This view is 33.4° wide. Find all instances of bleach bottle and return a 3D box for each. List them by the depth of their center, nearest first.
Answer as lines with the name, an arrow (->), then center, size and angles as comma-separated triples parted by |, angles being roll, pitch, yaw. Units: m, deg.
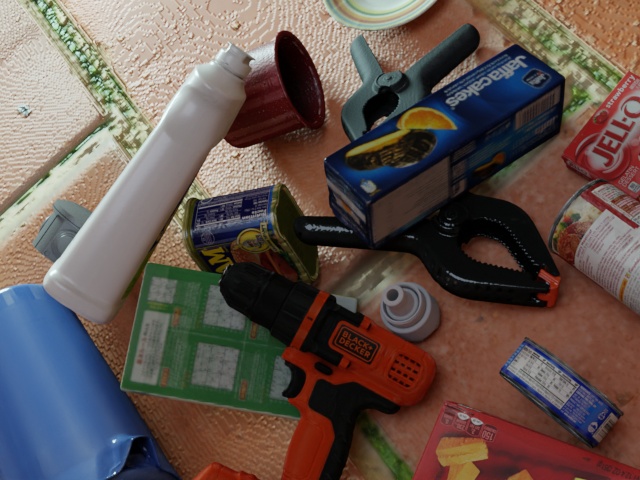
bleach bottle -> -0.135, -0.054, 0.898 | 0.068, 0.102, 0.251 | 33, 98, -7

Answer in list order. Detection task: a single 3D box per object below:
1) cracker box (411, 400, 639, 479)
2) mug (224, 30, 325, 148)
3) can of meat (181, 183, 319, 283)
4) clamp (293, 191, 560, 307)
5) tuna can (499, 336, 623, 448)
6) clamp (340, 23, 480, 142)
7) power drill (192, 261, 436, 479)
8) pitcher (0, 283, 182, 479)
cracker box -> 0.125, 0.236, 0.729 | 0.164, 0.072, 0.213 | 17, 77, 31
mug -> -0.050, -0.139, 0.974 | 0.082, 0.093, 0.117 | -17, 31, 23
can of meat -> -0.056, 0.001, 0.899 | 0.084, 0.102, 0.057 | -10, 52, 18
clamp -> 0.093, -0.006, 0.851 | 0.164, 0.036, 0.210 | -38, 59, -20
tuna can -> 0.169, 0.108, 0.756 | 0.086, 0.086, 0.034 | 39, 89, 33
clamp -> 0.073, -0.129, 0.909 | 0.120, 0.039, 0.171 | -12, 44, 24
power drill -> -0.028, 0.128, 0.821 | 0.184, 0.057, 0.187 | 28, 83, 5
pitcher -> -0.227, 0.160, 0.905 | 0.149, 0.145, 0.243 | -32, 53, -8
